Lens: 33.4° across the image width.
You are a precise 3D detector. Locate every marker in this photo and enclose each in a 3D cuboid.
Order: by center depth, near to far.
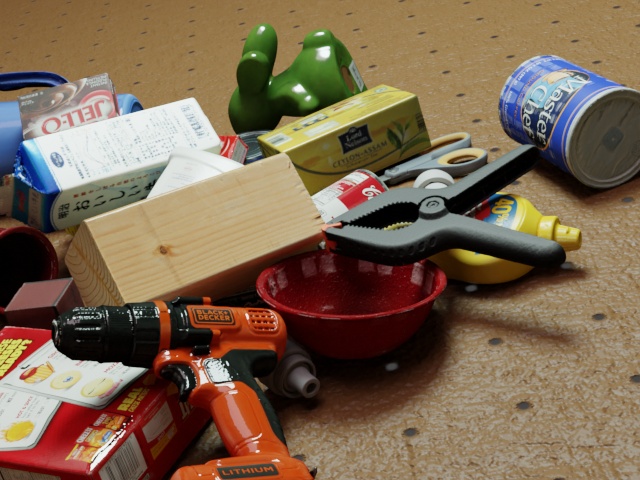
[{"bbox_3d":[-0.057,0.052,1.015,0.121,0.020,0.020,-13,29,2],"label":"marker"}]

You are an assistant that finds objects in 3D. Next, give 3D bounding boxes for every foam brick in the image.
[{"bbox_3d":[-0.247,0.081,0.987,0.051,0.078,0.053,-8,27,12],"label":"foam brick"}]

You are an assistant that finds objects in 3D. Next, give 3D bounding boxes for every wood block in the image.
[{"bbox_3d":[-0.110,0.004,0.956,0.205,0.091,0.090,-21,-14,-31],"label":"wood block"}]

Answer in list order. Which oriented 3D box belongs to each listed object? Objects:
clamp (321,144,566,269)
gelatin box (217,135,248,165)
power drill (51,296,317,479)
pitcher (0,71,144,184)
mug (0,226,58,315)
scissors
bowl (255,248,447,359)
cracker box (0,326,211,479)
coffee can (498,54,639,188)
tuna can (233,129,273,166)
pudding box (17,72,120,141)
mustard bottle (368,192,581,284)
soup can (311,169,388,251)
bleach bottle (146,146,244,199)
[{"bbox_3d":[0.107,-0.013,0.927,0.210,0.036,0.164,-13,35,4],"label":"clamp"},{"bbox_3d":[-0.131,-0.079,1.229,0.073,0.030,0.089,4,65,28],"label":"gelatin box"},{"bbox_3d":[-0.093,0.118,0.771,0.184,0.057,0.188,2,44,-25],"label":"power drill"},{"bbox_3d":[-0.341,-0.127,1.338,0.243,0.149,0.145,-6,27,8],"label":"pitcher"},{"bbox_3d":[-0.338,0.039,1.107,0.082,0.093,0.117,7,71,42],"label":"mug"},{"bbox_3d":[0.099,-0.070,1.165,0.201,0.016,0.096,-30,32,-27],"label":"scissors"},{"bbox_3d":[0.027,0.057,0.910,0.162,0.055,0.162,-3,20,1],"label":"bowl"},{"bbox_3d":[-0.213,0.147,0.861,0.214,0.072,0.164,1,30,27],"label":"cracker box"},{"bbox_3d":[0.262,-0.125,1.100,0.102,0.103,0.140,-21,29,-13],"label":"coffee can"},{"bbox_3d":[-0.084,-0.100,1.282,0.086,0.034,0.086,-11,29,6],"label":"tuna can"},{"bbox_3d":[-0.290,-0.139,1.247,0.113,0.039,0.090,-16,60,0],"label":"pudding box"},{"bbox_3d":[0.142,-0.003,0.981,0.192,0.058,0.096,2,45,25],"label":"mustard bottle"},{"bbox_3d":[0.016,-0.019,1.057,0.102,0.068,0.069,-32,33,-29],"label":"soup can"},{"bbox_3d":[-0.157,0.020,1.031,0.103,0.068,0.250,17,53,19],"label":"bleach bottle"}]
